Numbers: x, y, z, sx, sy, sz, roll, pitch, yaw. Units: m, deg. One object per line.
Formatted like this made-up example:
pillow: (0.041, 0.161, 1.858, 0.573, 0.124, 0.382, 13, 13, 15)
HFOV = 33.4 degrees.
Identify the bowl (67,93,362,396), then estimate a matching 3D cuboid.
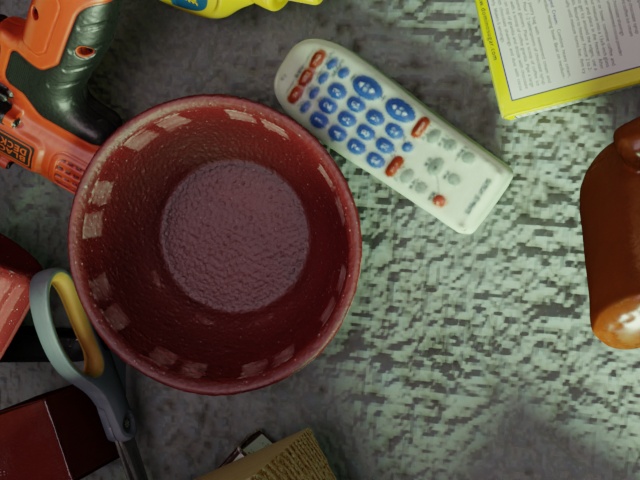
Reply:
bowl: (-0.054, 0.001, 0.590, 0.162, 0.055, 0.162, 1, 97, 9)

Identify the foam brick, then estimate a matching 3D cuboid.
foam brick: (-0.155, 0.115, 0.624, 0.053, 0.078, 0.051, -19, 88, 17)

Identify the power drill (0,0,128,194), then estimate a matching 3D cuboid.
power drill: (-0.169, -0.123, 0.574, 0.184, 0.057, 0.188, 29, 137, 2)

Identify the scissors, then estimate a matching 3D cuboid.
scissors: (-0.116, 0.090, 0.634, 0.016, 0.096, 0.201, -8, 124, 20)
